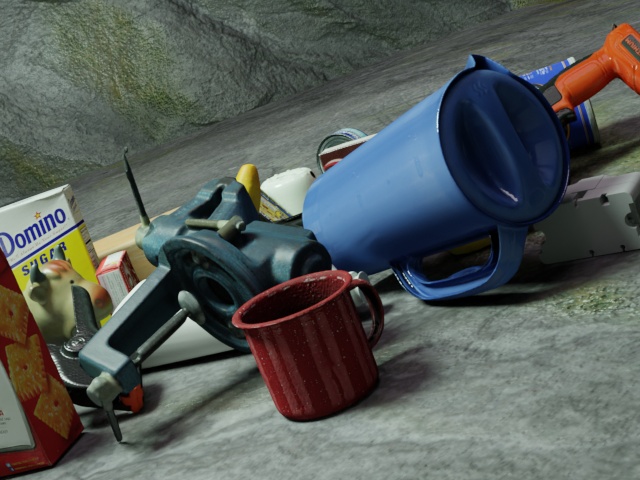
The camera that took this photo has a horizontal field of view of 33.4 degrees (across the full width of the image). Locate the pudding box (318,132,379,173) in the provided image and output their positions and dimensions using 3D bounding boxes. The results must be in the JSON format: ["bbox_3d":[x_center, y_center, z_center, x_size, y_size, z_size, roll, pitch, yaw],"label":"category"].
[{"bbox_3d":[0.065,-0.081,1.287,0.114,0.090,0.039,-17,13,15],"label":"pudding box"}]

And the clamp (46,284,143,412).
[{"bbox_3d":[-0.212,0.097,0.958,0.172,0.039,0.120,22,48,26],"label":"clamp"}]

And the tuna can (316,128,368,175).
[{"bbox_3d":[0.038,-0.109,1.450,0.086,0.086,0.033,-10,15,39],"label":"tuna can"}]

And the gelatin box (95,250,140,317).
[{"bbox_3d":[-0.205,0.062,1.126,0.030,0.089,0.073,-19,13,0],"label":"gelatin box"}]

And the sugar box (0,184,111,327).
[{"bbox_3d":[-0.283,0.038,1.148,0.093,0.176,0.048,-20,13,3],"label":"sugar box"}]

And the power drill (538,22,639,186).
[{"bbox_3d":[0.269,-0.136,1.106,0.187,0.057,0.184,-27,44,4],"label":"power drill"}]

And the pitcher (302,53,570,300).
[{"bbox_3d":[0.087,-0.036,0.919,0.149,0.145,0.243,-52,13,-32],"label":"pitcher"}]

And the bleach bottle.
[{"bbox_3d":[-0.069,0.060,0.987,0.251,0.068,0.102,-12,22,26],"label":"bleach bottle"}]

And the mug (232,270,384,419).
[{"bbox_3d":[0.001,0.072,0.788,0.117,0.081,0.093,-30,16,-34],"label":"mug"}]

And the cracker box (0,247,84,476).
[{"bbox_3d":[-0.316,0.095,0.885,0.164,0.213,0.072,-16,14,20],"label":"cracker box"}]
